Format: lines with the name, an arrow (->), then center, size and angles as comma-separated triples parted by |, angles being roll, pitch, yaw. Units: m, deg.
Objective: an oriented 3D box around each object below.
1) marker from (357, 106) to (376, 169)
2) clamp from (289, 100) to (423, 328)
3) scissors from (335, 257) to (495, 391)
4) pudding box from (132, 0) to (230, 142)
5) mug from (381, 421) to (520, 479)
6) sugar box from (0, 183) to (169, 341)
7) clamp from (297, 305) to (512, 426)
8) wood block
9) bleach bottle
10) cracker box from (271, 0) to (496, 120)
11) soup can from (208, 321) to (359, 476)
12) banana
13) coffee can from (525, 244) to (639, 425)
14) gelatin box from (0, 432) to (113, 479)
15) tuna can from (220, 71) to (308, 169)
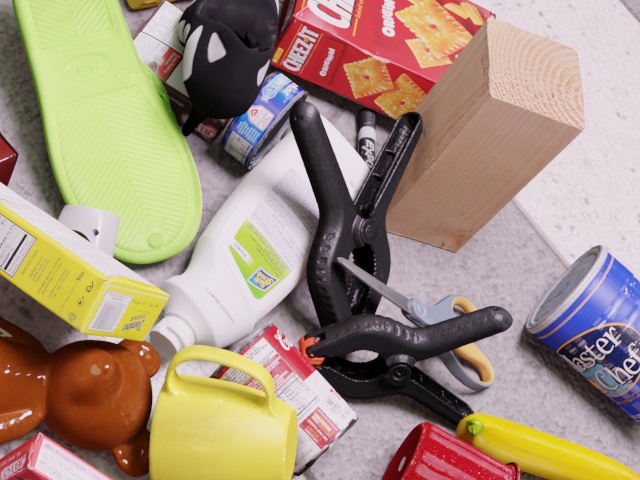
marker -> 0.044, -0.078, 1.012 | 0.020, 0.020, 0.121 | 14, 56, -18
clamp -> 0.021, -0.015, 0.876 | 0.164, 0.036, 0.210 | 7, 91, -51
scissors -> 0.087, 0.051, 0.913 | 0.201, 0.016, 0.096 | 45, 36, -23
pudding box -> -0.120, -0.154, 0.966 | 0.113, 0.039, 0.090 | 33, 51, -7
mug -> 0.089, 0.204, 0.825 | 0.081, 0.093, 0.117 | 30, 88, -1
sugar box -> -0.199, 0.006, 0.742 | 0.176, 0.093, 0.048 | 29, 90, 19
clamp -> 0.070, 0.090, 0.866 | 0.171, 0.120, 0.039 | 13, 24, -16
wood block -> 0.134, -0.086, 0.942 | 0.090, 0.206, 0.090 | 16, 55, -17
bleach bottle -> -0.056, 0.001, 0.883 | 0.102, 0.068, 0.250 | 48, 53, -6
cracker box -> 0.069, -0.203, 1.058 | 0.213, 0.072, 0.164 | 23, 45, -12
soup can -> -0.028, 0.122, 0.821 | 0.102, 0.069, 0.068 | 47, 52, 6
banana -> 0.183, 0.180, 0.893 | 0.197, 0.070, 0.037 | 21, 92, -25
coffee can -> 0.273, 0.087, 0.970 | 0.140, 0.103, 0.102 | 41, 51, 1
gelatin box -> -0.175, 0.171, 0.694 | 0.089, 0.073, 0.030 | 41, 32, -29
tuna can -> -0.050, -0.106, 0.940 | 0.034, 0.086, 0.086 | 38, 51, 2
